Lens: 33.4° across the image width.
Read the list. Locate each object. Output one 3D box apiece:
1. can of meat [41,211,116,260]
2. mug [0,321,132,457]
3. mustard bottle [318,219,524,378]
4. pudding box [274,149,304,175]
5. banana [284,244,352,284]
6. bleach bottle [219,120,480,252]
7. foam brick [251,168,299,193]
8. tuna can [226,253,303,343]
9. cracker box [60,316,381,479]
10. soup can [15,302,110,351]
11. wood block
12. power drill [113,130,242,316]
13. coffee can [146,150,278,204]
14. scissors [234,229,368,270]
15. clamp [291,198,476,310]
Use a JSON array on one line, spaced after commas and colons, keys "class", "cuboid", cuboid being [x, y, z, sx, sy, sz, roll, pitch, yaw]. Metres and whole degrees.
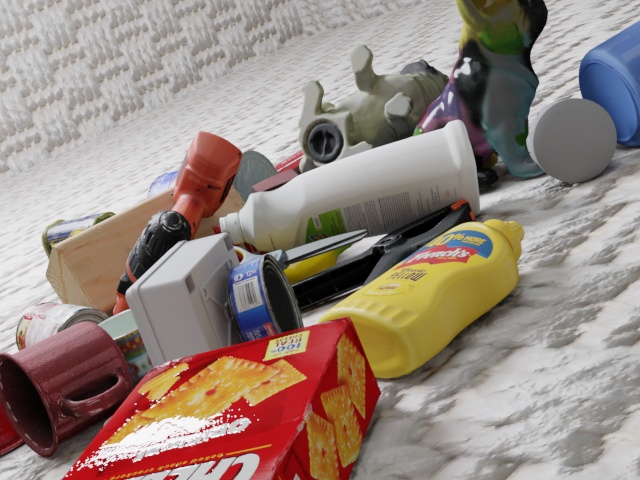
[{"class": "can of meat", "cuboid": [-0.278, 0.019, 1.300, 0.084, 0.102, 0.057, -10, 18, 30]}, {"class": "mug", "cuboid": [-0.202, 0.118, 0.870, 0.081, 0.093, 0.117, -27, 19, -37]}, {"class": "mustard bottle", "cuboid": [0.094, 0.034, 0.812, 0.191, 0.058, 0.096, -32, 19, -36]}, {"class": "pudding box", "cuboid": [-0.009, -0.098, 1.377, 0.090, 0.039, 0.113, -27, -2, 26]}, {"class": "banana", "cuboid": [-0.063, 0.044, 1.038, 0.198, 0.037, 0.069, -16, 9, 21]}, {"class": "bleach bottle", "cuboid": [0.025, -0.041, 1.036, 0.251, 0.102, 0.068, -13, 53, 4]}, {"class": "foam brick", "cuboid": [-0.038, -0.032, 1.190, 0.051, 0.078, 0.053, -21, 15, -6]}, {"class": "tuna can", "cuboid": [-0.044, 0.056, 0.870, 0.034, 0.086, 0.086, -20, 15, 12]}, {"class": "cracker box", "cuboid": [-0.067, 0.136, 0.648, 0.164, 0.072, 0.213, -16, 16, 21]}, {"class": "soup can", "cuboid": [-0.248, 0.096, 1.046, 0.068, 0.068, 0.102, -31, 18, -32]}, {"class": "wood block", "cuboid": [-0.180, 0.012, 1.152, 0.205, 0.090, 0.091, -30, -10, -28]}, {"class": "power drill", "cuboid": [-0.137, -0.018, 1.033, 0.185, 0.057, 0.187, -56, 7, 51]}, {"class": "coffee can", "cuboid": [-0.130, -0.047, 1.322, 0.141, 0.103, 0.102, -11, 18, 34]}, {"class": "scissors", "cuboid": [-0.051, 0.035, 0.976, 0.202, 0.016, 0.096, -4, 50, 40]}, {"class": "clamp", "cuboid": [0.056, 0.019, 0.958, 0.209, 0.036, 0.165, -32, 15, -37]}]
